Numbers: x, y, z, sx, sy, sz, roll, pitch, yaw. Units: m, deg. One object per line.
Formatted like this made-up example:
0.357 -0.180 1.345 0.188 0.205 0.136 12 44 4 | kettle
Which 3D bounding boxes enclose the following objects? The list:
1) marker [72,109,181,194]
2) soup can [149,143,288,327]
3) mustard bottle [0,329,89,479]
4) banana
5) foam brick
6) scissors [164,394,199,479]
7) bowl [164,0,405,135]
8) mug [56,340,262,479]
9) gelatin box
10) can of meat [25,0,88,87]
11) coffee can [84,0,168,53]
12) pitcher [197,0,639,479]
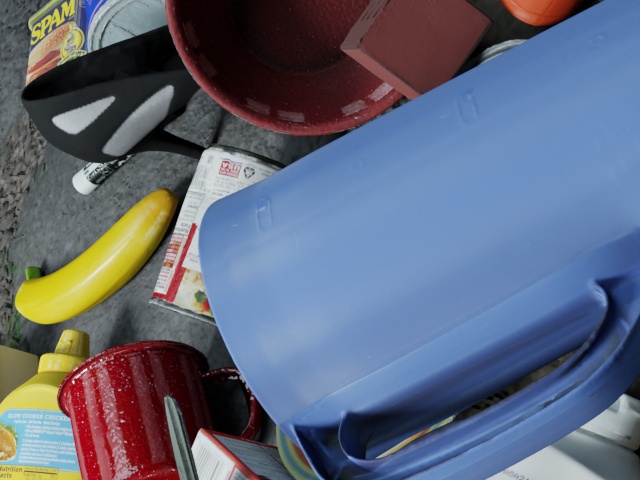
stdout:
-0.148 -0.074 0.821 0.121 0.020 0.020 -35 49 32 | marker
-0.054 0.001 0.643 0.069 0.068 0.102 11 79 50 | soup can
-0.181 0.153 0.708 0.096 0.058 0.191 -1 68 22 | mustard bottle
-0.176 0.021 0.791 0.198 0.037 0.069 -23 57 39 | banana
0.048 -0.109 0.569 0.053 0.051 0.078 -54 10 4 | foam brick
-0.047 0.157 0.509 0.096 0.016 0.202 52 155 27 | scissors
-0.009 -0.143 0.628 0.162 0.162 0.055 -62 7 4 | bowl
-0.089 0.113 0.623 0.117 0.093 0.081 -19 55 -3 | mug
-0.018 0.132 0.534 0.089 0.073 0.030 29 95 49 | gelatin box
-0.203 -0.156 0.894 0.102 0.057 0.084 -22 59 40 | can of meat
-0.124 -0.189 0.785 0.103 0.102 0.140 -39 46 28 | coffee can
0.082 -0.005 0.427 0.243 0.144 0.149 -29 84 20 | pitcher
